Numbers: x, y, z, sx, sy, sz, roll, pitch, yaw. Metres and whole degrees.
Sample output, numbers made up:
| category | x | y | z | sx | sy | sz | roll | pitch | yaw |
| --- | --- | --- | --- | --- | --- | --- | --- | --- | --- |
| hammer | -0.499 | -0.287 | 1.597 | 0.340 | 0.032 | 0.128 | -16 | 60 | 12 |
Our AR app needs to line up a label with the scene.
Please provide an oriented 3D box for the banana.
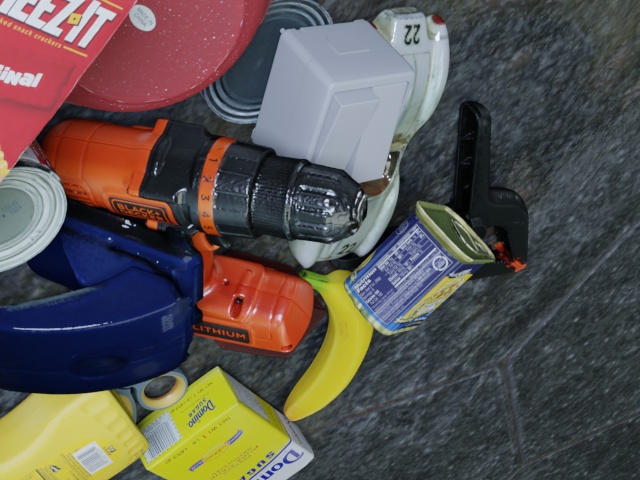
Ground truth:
| category | x | y | z | sx | sy | sz | roll | pitch | yaw |
| --- | --- | --- | --- | --- | --- | --- | --- | --- | --- |
| banana | 0.008 | 0.085 | 0.895 | 0.069 | 0.037 | 0.198 | 0 | 135 | -7 |

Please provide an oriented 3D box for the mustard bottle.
| category | x | y | z | sx | sy | sz | roll | pitch | yaw |
| --- | --- | --- | --- | --- | --- | --- | --- | --- | --- |
| mustard bottle | -0.215 | 0.164 | 0.718 | 0.191 | 0.058 | 0.096 | -35 | 144 | -11 |

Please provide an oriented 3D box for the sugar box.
| category | x | y | z | sx | sy | sz | roll | pitch | yaw |
| --- | --- | --- | --- | --- | --- | --- | --- | --- | --- |
| sugar box | -0.078 | 0.175 | 0.909 | 0.093 | 0.048 | 0.176 | -36 | 145 | 3 |

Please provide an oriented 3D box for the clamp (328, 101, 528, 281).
| category | x | y | z | sx | sy | sz | roll | pitch | yaw |
| --- | --- | --- | --- | --- | --- | --- | --- | --- | --- |
| clamp | 0.104 | -0.009 | 0.866 | 0.164 | 0.036 | 0.209 | -41 | 143 | 8 |

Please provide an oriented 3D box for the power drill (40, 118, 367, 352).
| category | x | y | z | sx | sy | sz | roll | pitch | yaw |
| --- | --- | --- | --- | --- | --- | --- | --- | --- | --- |
| power drill | -0.054 | 0.001 | 0.628 | 0.187 | 0.184 | 0.057 | 75 | 32 | -58 |

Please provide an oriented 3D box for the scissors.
| category | x | y | z | sx | sy | sz | roll | pitch | yaw |
| --- | --- | --- | --- | --- | --- | --- | --- | --- | --- |
| scissors | -0.136 | 0.082 | 0.769 | 0.096 | 0.016 | 0.202 | -19 | 143 | -29 |

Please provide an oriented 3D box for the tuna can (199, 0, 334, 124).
| category | x | y | z | sx | sy | sz | roll | pitch | yaw |
| --- | --- | --- | --- | --- | --- | --- | --- | --- | --- |
| tuna can | -0.036 | -0.111 | 0.611 | 0.086 | 0.034 | 0.086 | -25 | 145 | -19 |

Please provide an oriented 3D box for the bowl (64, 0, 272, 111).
| category | x | y | z | sx | sy | sz | roll | pitch | yaw |
| --- | --- | --- | --- | --- | --- | --- | --- | --- | --- |
| bowl | -0.087 | -0.118 | 0.502 | 0.162 | 0.055 | 0.162 | -13 | 133 | -14 |

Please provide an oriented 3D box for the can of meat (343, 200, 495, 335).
| category | x | y | z | sx | sy | sz | roll | pitch | yaw |
| --- | --- | --- | --- | --- | --- | --- | --- | --- | --- |
| can of meat | 0.072 | 0.021 | 0.781 | 0.084 | 0.057 | 0.102 | -45 | 164 | 15 |

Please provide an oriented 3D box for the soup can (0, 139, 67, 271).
| category | x | y | z | sx | sy | sz | roll | pitch | yaw |
| --- | --- | --- | --- | --- | --- | --- | --- | --- | --- |
| soup can | -0.170 | -0.041 | 0.506 | 0.068 | 0.102 | 0.068 | -25 | 145 | -19 |
